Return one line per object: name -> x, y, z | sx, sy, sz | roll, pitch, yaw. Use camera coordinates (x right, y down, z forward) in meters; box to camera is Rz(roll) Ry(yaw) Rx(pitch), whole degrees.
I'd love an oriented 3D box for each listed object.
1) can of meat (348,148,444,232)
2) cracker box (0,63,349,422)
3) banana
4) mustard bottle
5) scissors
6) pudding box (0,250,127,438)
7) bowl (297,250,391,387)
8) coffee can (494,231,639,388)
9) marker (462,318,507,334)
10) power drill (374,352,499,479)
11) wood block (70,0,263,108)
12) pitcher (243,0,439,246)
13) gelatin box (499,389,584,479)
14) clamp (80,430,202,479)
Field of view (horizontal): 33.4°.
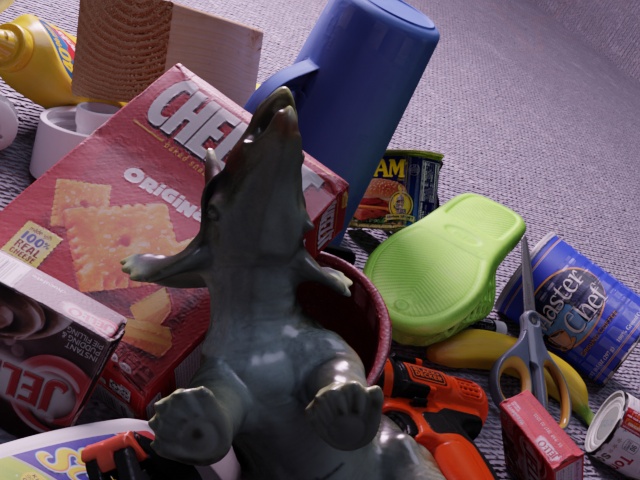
can of meat -> 0.076, -0.051, 1.120 | 0.102, 0.084, 0.057 | 4, -1, 41
cracker box -> -0.108, -0.002, 0.730 | 0.164, 0.072, 0.213 | 36, 63, 14
banana -> 0.183, 0.118, 1.011 | 0.197, 0.037, 0.069 | 23, 24, -17
mustard bottle -> -0.239, -0.155, 0.968 | 0.096, 0.058, 0.191 | 61, 15, 17
scissors -> 0.184, 0.083, 0.999 | 0.096, 0.016, 0.202 | 3, 63, -32
pudding box -> -0.183, 0.061, 0.629 | 0.113, 0.090, 0.039 | 30, 22, -1
bowl -> -0.028, 0.083, 0.753 | 0.162, 0.055, 0.162 | -4, 50, 5
coffee can -> 0.270, 0.072, 1.123 | 0.140, 0.103, 0.102 | 38, 24, 16
marker -> 0.134, 0.079, 1.054 | 0.120, 0.020, 0.020 | 14, 28, -32
power drill -> 0.069, 0.153, 0.783 | 0.184, 0.057, 0.188 | 15, 28, -26
wood block -> -0.136, -0.168, 0.990 | 0.090, 0.091, 0.205 | 10, 7, 17
pitcher -> 0.005, -0.120, 1.019 | 0.145, 0.243, 0.149 | 28, 22, -2
gelatin box -> 0.173, 0.171, 0.837 | 0.030, 0.089, 0.073 | -26, 46, -12
clamp -> -0.061, 0.162, 0.547 | 0.120, 0.039, 0.171 | -73, 140, -73
